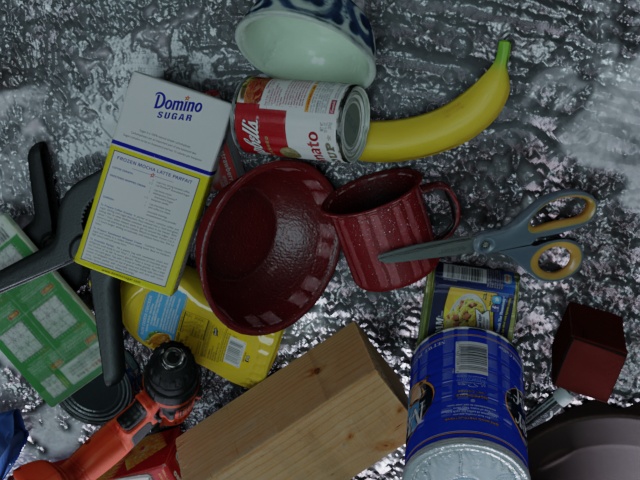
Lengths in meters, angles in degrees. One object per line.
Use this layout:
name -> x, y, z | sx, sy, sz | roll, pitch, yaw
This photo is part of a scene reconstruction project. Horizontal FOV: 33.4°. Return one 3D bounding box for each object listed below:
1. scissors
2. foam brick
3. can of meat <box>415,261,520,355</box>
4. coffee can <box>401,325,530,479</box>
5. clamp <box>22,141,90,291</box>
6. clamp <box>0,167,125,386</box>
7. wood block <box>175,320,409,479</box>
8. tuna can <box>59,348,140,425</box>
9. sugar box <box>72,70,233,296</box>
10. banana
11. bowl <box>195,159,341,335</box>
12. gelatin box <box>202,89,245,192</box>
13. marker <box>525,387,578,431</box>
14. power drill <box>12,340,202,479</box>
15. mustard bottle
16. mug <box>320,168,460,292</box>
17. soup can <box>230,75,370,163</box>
scissors -> 0.152, 0.015, 0.930 | 0.201, 0.016, 0.096 | -22, 120, -8
foam brick -> 0.239, 0.098, 0.953 | 0.053, 0.078, 0.051 | 18, 113, 6
can of meat -> 0.133, 0.072, 0.975 | 0.084, 0.057, 0.102 | 8, 113, 5
coffee can -> 0.123, 0.156, 0.906 | 0.103, 0.140, 0.103 | 4, 127, 5
clamp -> -0.257, -0.010, 1.029 | 0.120, 0.039, 0.172 | 39, 109, -2
clamp -> -0.221, 0.010, 0.984 | 0.164, 0.036, 0.210 | 24, 97, 6
wood block -> -0.022, 0.180, 0.990 | 0.206, 0.091, 0.090 | -34, 120, 5
tuna can -> -0.227, 0.142, 1.083 | 0.086, 0.033, 0.086 | 4, 111, 10
sugar box -> -0.143, -0.050, 0.932 | 0.093, 0.048, 0.176 | 19, 94, -1
banana -> 0.084, -0.105, 0.930 | 0.198, 0.037, 0.069 | -21, 84, 16
bowl -> -0.056, 0.001, 0.956 | 0.055, 0.161, 0.162 | 21, 120, 45
gelatin box -> -0.117, -0.086, 0.977 | 0.073, 0.030, 0.089 | -12, 108, 15
marker -> 0.212, 0.162, 1.014 | 0.020, 0.020, 0.121 | 43, 112, -7
power drill -> -0.188, 0.175, 0.979 | 0.187, 0.184, 0.057 | -38, 76, -20
mustard bottle -> -0.131, 0.070, 1.023 | 0.191, 0.058, 0.096 | 21, 126, 3
mug -> 0.068, -0.012, 0.943 | 0.117, 0.093, 0.081 | -21, 111, -3
soup can -> -0.016, -0.103, 0.909 | 0.102, 0.068, 0.068 | 8, 113, 23
